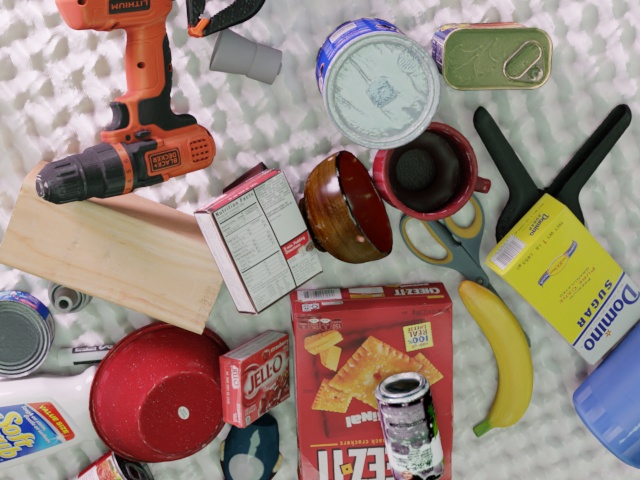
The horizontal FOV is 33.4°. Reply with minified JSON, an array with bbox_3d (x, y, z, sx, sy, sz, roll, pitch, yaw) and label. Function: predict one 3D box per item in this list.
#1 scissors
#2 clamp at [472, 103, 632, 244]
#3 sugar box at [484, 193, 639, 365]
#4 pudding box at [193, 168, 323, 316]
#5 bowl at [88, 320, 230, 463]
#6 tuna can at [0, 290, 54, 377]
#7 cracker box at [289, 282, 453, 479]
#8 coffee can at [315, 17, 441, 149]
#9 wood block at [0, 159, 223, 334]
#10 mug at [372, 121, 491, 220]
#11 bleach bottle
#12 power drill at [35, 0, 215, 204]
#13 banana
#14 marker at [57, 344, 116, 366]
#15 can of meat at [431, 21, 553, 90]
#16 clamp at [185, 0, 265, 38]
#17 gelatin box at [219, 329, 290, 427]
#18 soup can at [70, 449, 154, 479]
[{"bbox_3d":[0.172,0.022,1.111,0.201,0.016,0.096,36,102,-13],"label":"scissors"},{"bbox_3d":[0.217,-0.043,1.079,0.164,0.036,0.210,5,109,-13],"label":"clamp"},{"bbox_3d":[0.253,0.042,1.078,0.093,0.048,0.176,-47,119,4],"label":"sugar box"},{"bbox_3d":[-0.056,0.001,1.004,0.089,0.039,0.113,-32,108,-28],"label":"pudding box"},{"bbox_3d":[-0.150,0.165,1.087,0.161,0.055,0.162,-9,110,-24],"label":"bowl"},{"bbox_3d":[-0.317,0.095,1.095,0.086,0.034,0.086,-1,107,-3],"label":"tuna can"},{"bbox_3d":[0.054,0.156,1.116,0.164,0.072,0.214,-3,108,-2],"label":"cracker box"},{"bbox_3d":[0.049,-0.148,0.986,0.102,0.140,0.103,-1,107,-3],"label":"coffee can"},{"bbox_3d":[-0.196,0.005,1.045,0.206,0.091,0.090,21,104,-9],"label":"wood block"},{"bbox_3d":[0.108,-0.065,1.039,0.117,0.081,0.093,10,92,-9],"label":"mug"},{"bbox_3d":[-0.312,0.180,1.108,0.251,0.068,0.102,-17,107,-1],"label":"bleach bottle"},{"bbox_3d":[-0.189,-0.135,0.983,0.184,0.057,0.188,-19,111,-37],"label":"power drill"},{"bbox_3d":[0.188,0.126,1.122,0.069,0.037,0.198,-12,115,-6],"label":"banana"},{"bbox_3d":[-0.213,0.118,1.116,0.121,0.020,0.020,-4,107,-2],"label":"marker"},{"bbox_3d":[0.159,-0.177,1.013,0.102,0.084,0.057,-1,107,-3],"label":"can of meat"},{"bbox_3d":[-0.064,-0.259,0.989,0.120,0.039,0.171,23,93,-6],"label":"clamp"},{"bbox_3d":[-0.066,0.141,1.097,0.030,0.089,0.073,10,109,31],"label":"gelatin box"},{"bbox_3d":[-0.236,0.273,1.137,0.102,0.068,0.068,-38,106,8],"label":"soup can"}]
